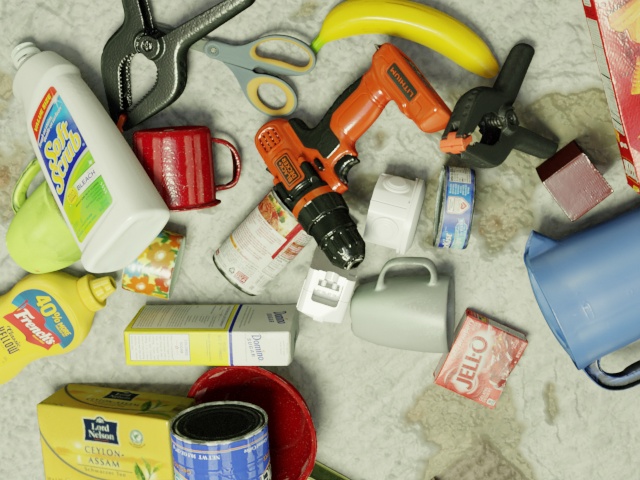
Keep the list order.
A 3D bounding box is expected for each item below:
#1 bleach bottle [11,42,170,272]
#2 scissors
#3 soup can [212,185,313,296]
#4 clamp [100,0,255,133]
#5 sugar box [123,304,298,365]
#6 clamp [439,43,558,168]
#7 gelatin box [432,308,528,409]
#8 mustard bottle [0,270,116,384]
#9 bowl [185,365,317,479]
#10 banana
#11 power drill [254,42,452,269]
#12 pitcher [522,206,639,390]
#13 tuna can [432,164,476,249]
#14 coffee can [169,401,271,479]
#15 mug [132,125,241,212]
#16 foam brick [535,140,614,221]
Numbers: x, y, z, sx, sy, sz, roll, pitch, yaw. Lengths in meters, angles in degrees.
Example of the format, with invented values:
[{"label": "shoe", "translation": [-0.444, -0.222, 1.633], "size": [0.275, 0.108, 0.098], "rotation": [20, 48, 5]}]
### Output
[{"label": "bleach bottle", "translation": [-0.251, -0.095, 1.084], "size": [0.103, 0.067, 0.251], "rotation": [-45, 68, 28]}, {"label": "scissors", "translation": [-0.103, -0.180, 1.113], "size": [0.202, 0.016, 0.096], "rotation": [5, 112, 11]}, {"label": "soup can", "translation": [-0.057, 0.001, 1.131], "size": [0.068, 0.068, 0.102], "rotation": [42, 104, -7]}, {"label": "clamp", "translation": [-0.160, -0.202, 1.089], "size": [0.164, 0.036, 0.210], "rotation": [21, 112, 8]}, {"label": "sugar box", "translation": [-0.114, 0.101, 1.149], "size": [0.176, 0.093, 0.048], "rotation": [2, 105, 5]}, {"label": "clamp", "translation": [0.174, -0.128, 1.045], "size": [0.039, 0.171, 0.120], "rotation": [-13, 94, 43]}, {"label": "gelatin box", "translation": [0.174, 0.130, 1.164], "size": [0.073, 0.030, 0.089], "rotation": [25, 105, -2]}, {"label": "mustard bottle", "translation": [-0.311, 0.086, 1.179], "size": [0.192, 0.058, 0.096], "rotation": [-25, 108, 10]}, {"label": "bowl", "translation": [-0.069, 0.202, 1.178], "size": [0.162, 0.055, 0.162], "rotation": [7, 108, 22]}, {"label": "banana", "translation": [0.087, -0.211, 1.081], "size": [0.198, 0.037, 0.070], "rotation": [10, 135, 5]}, {"label": "power drill", "translation": [0.039, -0.088, 1.057], "size": [0.188, 0.057, 0.184], "rotation": [-39, 66, 15]}, {"label": "pitcher", "translation": [0.341, 0.034, 1.078], "size": [0.243, 0.145, 0.149], "rotation": [-25, 138, 8]}, {"label": "tuna can", "translation": [0.137, -0.034, 1.096], "size": [0.034, 0.086, 0.086], "rotation": [6, 105, 1]}, {"label": "coffee can", "translation": [-0.101, 0.253, 1.117], "size": [0.103, 0.102, 0.140], "rotation": [-2, 105, 5]}, {"label": "mug", "translation": [-0.140, -0.077, 1.111], "size": [0.117, 0.093, 0.081], "rotation": [-5, 100, -12]}, {"label": "foam brick", "translation": [0.256, -0.062, 1.083], "size": [0.051, 0.078, 0.053], "rotation": [-37, 99, 14]}]
